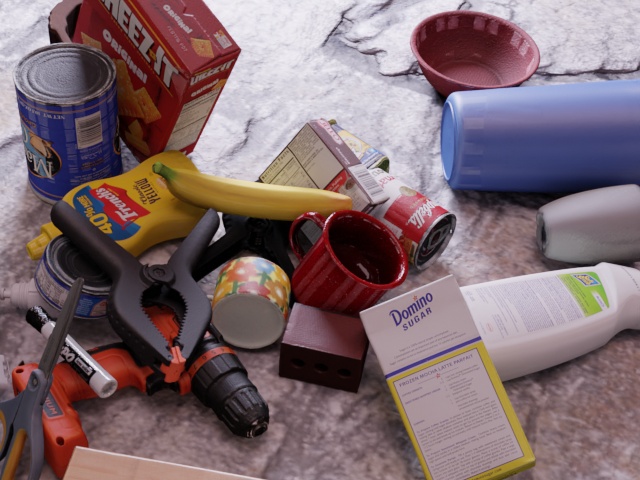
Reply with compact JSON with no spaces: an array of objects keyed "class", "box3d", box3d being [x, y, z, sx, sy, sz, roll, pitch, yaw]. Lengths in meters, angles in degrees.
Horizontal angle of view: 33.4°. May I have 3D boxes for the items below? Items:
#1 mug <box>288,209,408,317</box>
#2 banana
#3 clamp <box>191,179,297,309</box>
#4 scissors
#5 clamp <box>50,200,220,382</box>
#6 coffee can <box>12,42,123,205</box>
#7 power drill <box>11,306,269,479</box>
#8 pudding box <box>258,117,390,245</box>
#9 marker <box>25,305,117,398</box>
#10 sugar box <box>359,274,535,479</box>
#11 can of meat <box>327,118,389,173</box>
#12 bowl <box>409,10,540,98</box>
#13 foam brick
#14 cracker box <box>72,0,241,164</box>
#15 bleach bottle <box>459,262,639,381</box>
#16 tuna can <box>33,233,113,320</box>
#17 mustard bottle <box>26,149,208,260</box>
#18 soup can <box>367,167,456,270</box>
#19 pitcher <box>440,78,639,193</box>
[{"class":"mug","box3d":[0.016,0.023,1.026,0.117,0.082,0.093,43,40,5]},{"class":"banana","box3d":[-0.068,-0.042,1.060,0.197,0.069,0.037,9,87,-2]},{"class":"clamp","box3d":[-0.057,0.001,1.093,0.120,0.039,0.171,25,45,-5]},{"class":"scissors","box3d":[-0.243,0.117,0.878,0.096,0.202,0.016,17,7,40]},{"class":"clamp","box3d":[-0.143,0.037,0.972,0.164,0.036,0.210,-4,47,-29]},{"class":"coffee can","box3d":[-0.261,-0.119,1.116,0.102,0.140,0.103,3,45,-3]},{"class":"power drill","box3d":[-0.160,0.134,0.939,0.187,0.057,0.185,-22,48,-29]},{"class":"pudding box","box3d":[0.002,-0.055,1.092,0.113,0.090,0.039,53,32,14]},{"class":"marker","box3d":[-0.217,0.093,0.918,0.020,0.020,0.121,-31,51,-31]},{"class":"sugar box","box3d":[0.109,0.128,0.925,0.093,0.048,0.176,-22,67,3]},{"class":"can of meat","box3d":[0.015,-0.075,1.163,0.084,0.057,0.101,34,52,22]},{"class":"bowl","box3d":[0.187,-0.218,1.322,0.162,0.055,0.162,3,45,-3]},{"class":"foam brick","box3d":[0.005,0.100,0.992,0.078,0.053,0.051,11,45,6]},{"class":"cracker box","box3d":[-0.182,-0.190,1.112,0.072,0.214,0.164,-34,81,-29]},{"class":"bleach bottle","box3d":[0.234,0.076,1.034,0.250,0.068,0.102,-9,51,-19]},{"class":"tuna can","box3d":[-0.219,0.032,0.992,0.086,0.034,0.086,21,34,-15]},{"class":"mustard bottle","box3d":[-0.207,-0.023,1.086,0.191,0.058,0.096,-25,62,-26]},{"class":"soup can","box3d":[0.081,-0.024,1.111,0.102,0.068,0.068,34,52,26]},{"class":"pitcher","box3d":[0.259,-0.114,1.190,0.242,0.149,0.145,-1,61,-3]}]
